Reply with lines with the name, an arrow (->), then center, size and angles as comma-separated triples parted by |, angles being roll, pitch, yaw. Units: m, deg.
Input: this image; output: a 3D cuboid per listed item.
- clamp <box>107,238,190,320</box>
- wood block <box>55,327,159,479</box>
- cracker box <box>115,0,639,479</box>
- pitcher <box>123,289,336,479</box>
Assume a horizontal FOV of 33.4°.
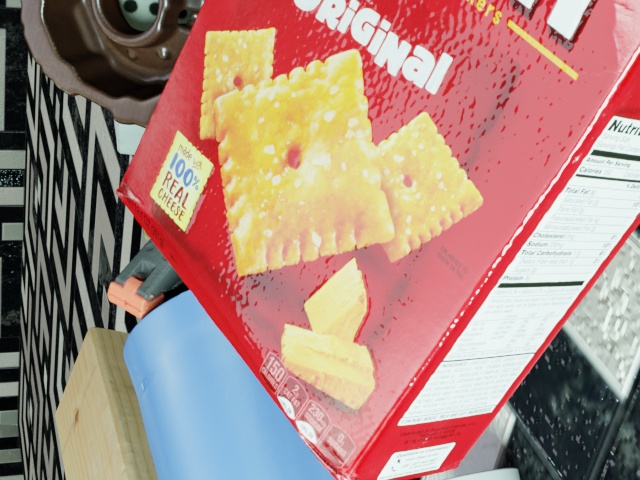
clamp -> -0.054, 0.001, 0.642 | 0.039, 0.171, 0.120 | 16, 107, 29
wood block -> -0.124, 0.158, 0.761 | 0.091, 0.090, 0.206 | -66, 28, 18
cracker box -> 0.029, -0.050, 0.357 | 0.164, 0.071, 0.214 | 49, 123, 33
pitcher -> -0.019, 0.153, 0.568 | 0.149, 0.145, 0.243 | 44, -155, -57
